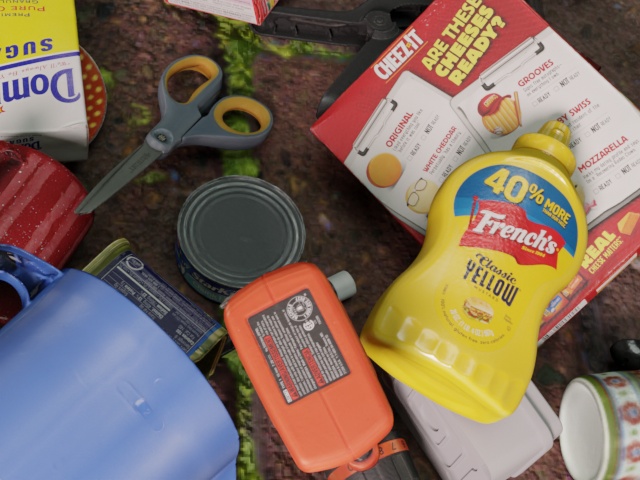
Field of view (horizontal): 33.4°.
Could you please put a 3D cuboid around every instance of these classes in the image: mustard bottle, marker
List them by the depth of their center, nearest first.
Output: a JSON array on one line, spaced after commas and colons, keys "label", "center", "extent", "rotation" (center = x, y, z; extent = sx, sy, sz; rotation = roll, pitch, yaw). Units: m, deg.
[{"label": "mustard bottle", "center": [0.106, 0.005, 0.635], "extent": [0.096, 0.058, 0.191], "rotation": [31, 66, -1]}, {"label": "marker", "center": [-0.031, 0.051, 0.703], "extent": [0.121, 0.020, 0.020], "rotation": [-24, 69, -23]}]

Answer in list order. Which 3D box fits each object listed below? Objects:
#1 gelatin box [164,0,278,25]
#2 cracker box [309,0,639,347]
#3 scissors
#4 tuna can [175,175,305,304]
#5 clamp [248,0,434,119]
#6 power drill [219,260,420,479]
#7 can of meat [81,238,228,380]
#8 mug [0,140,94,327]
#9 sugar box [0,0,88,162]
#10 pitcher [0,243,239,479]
[{"label": "gelatin box", "center": [-0.069, -0.206, 0.818], "extent": [0.089, 0.030, 0.073], "rotation": [17, 57, 23]}, {"label": "cracker box", "center": [0.127, -0.055, 0.727], "extent": [0.164, 0.072, 0.214], "rotation": [-45, 75, 8]}, {"label": "scissors", "center": [-0.089, -0.062, 0.724], "extent": [0.096, 0.016, 0.201], "rotation": [25, 41, -9]}, {"label": "tuna can", "center": [-0.055, 0.001, 0.718], "extent": [0.086, 0.034, 0.086], "rotation": [5, 61, -9]}, {"label": "clamp", "center": [0.033, -0.160, 0.824], "extent": [0.171, 0.039, 0.120], "rotation": [-27, 66, -29]}, {"label": "power drill", "center": [0.012, 0.102, 0.591], "extent": [0.057, 0.187, 0.184], "rotation": [-29, 68, -4]}, {"label": "can of meat", "center": [-0.107, 0.060, 0.636], "extent": [0.084, 0.102, 0.057], "rotation": [39, 60, 8]}, {"label": "mug", "center": [-0.194, -0.013, 0.652], "extent": [0.093, 0.117, 0.081], "rotation": [16, 53, 16]}, {"label": "sugar box", "center": [-0.212, -0.136, 0.729], "extent": [0.093, 0.048, 0.176], "rotation": [-5, 61, -15]}, {"label": "pitcher", "center": [-0.171, 0.127, 0.500], "extent": [0.149, 0.145, 0.242], "rotation": [29, 58, 33]}]
